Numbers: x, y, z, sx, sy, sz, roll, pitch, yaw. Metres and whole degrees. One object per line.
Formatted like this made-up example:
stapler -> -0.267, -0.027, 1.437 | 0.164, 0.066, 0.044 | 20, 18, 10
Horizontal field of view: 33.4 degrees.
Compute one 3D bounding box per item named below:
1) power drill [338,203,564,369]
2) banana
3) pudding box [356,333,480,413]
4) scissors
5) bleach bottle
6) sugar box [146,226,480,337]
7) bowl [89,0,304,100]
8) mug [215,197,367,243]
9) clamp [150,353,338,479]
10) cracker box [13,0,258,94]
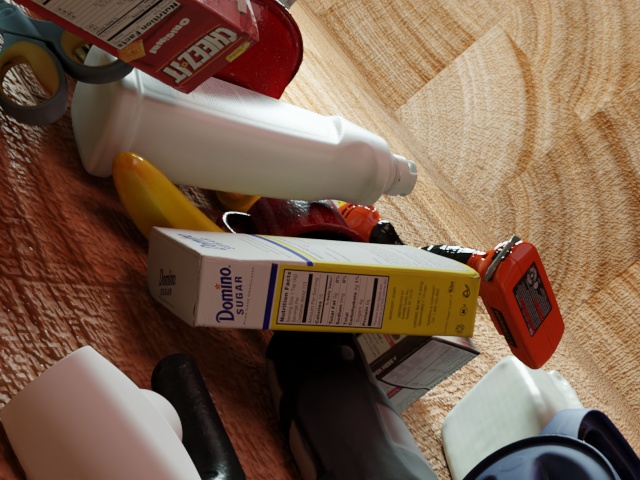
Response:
power drill -> 0.105, 0.053, 0.892 | 0.188, 0.057, 0.184 | 8, -42, 42
banana -> -0.063, 0.007, 0.685 | 0.197, 0.070, 0.037 | 37, 55, -26
pudding box -> 0.061, 0.091, 0.799 | 0.039, 0.090, 0.113 | 56, 14, 24
scissors -> -0.179, -0.142, 0.682 | 0.016, 0.096, 0.202 | 83, -14, -47
bleach bottle -> -0.039, -0.065, 0.737 | 0.250, 0.068, 0.103 | 12, 28, -28
sugar box -> -0.005, 0.025, 0.622 | 0.176, 0.048, 0.093 | 2, 9, -25
bowl -> -0.091, -0.120, 0.793 | 0.162, 0.162, 0.055 | 36, 41, -48
mug -> -0.024, 0.008, 0.777 | 0.117, 0.093, 0.081 | 17, 22, -24
clamp -> -0.041, 0.121, 0.477 | 0.120, 0.039, 0.171 | 39, 16, -10
cracker box -> -0.137, -0.200, 0.603 | 0.213, 0.072, 0.164 | 24, 44, -51
